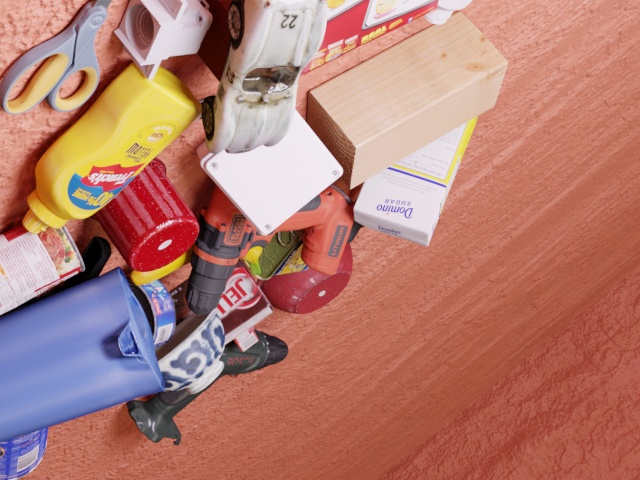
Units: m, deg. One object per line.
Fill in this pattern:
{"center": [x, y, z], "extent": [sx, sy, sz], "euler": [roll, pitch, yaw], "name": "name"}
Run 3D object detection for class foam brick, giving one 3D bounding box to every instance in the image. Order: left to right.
{"center": [-0.073, -0.186, 0.933], "extent": [0.052, 0.051, 0.078], "euler": [-23, 153, -30], "name": "foam brick"}

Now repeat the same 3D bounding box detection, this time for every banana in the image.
{"center": [-0.132, 0.014, 1.234], "extent": [0.197, 0.037, 0.070], "euler": [-2, 103, -46], "name": "banana"}

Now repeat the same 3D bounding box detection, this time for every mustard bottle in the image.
{"center": [-0.198, -0.075, 0.958], "extent": [0.192, 0.058, 0.096], "euler": [-42, 162, 13], "name": "mustard bottle"}

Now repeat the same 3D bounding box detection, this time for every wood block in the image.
{"center": [0.094, -0.157, 1.188], "extent": [0.206, 0.090, 0.091], "euler": [-31, 157, -17], "name": "wood block"}

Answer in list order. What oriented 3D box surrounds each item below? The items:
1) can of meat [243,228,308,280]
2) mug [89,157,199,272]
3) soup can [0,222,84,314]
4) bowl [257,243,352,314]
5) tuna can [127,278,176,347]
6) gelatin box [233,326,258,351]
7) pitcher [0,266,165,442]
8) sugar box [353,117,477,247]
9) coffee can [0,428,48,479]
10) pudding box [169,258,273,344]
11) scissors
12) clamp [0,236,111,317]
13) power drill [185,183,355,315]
{"center": [-0.036, -0.001, 1.346], "extent": [0.083, 0.057, 0.102], "euler": [-8, 144, -53], "name": "can of meat"}
{"center": [-0.168, -0.022, 1.073], "extent": [0.093, 0.081, 0.117], "euler": [-46, 156, 22], "name": "mug"}
{"center": [-0.284, 0.022, 1.008], "extent": [0.102, 0.068, 0.068], "euler": [-29, 157, -17], "name": "soup can"}
{"center": [-0.010, 0.053, 1.493], "extent": [0.162, 0.055, 0.162], "euler": [-30, 157, -15], "name": "bowl"}
{"center": [-0.204, 0.083, 1.222], "extent": [0.033, 0.086, 0.086], "euler": [-15, 149, -46], "name": "tuna can"}
{"center": [-0.118, 0.098, 1.396], "extent": [0.030, 0.073, 0.089], "euler": [-35, 157, -8], "name": "gelatin box"}
{"center": [-0.286, 0.127, 1.068], "extent": [0.242, 0.145, 0.149], "euler": [-20, 142, -6], "name": "pitcher"}
{"center": [0.111, -0.087, 1.240], "extent": [0.048, 0.093, 0.176], "euler": [78, 33, -67], "name": "sugar box"}
{"center": [-0.354, 0.195, 1.197], "extent": [0.102, 0.103, 0.140], "euler": [-23, 154, -31], "name": "coffee can"}
{"center": [-0.128, 0.080, 1.323], "extent": [0.113, 0.090, 0.039], "euler": [-36, 159, -2], "name": "pudding box"}
{"center": [-0.177, -0.169, 0.860], "extent": [0.202, 0.016, 0.096], "euler": [-41, 159, 10], "name": "scissors"}
{"center": [-0.290, 0.073, 1.139], "extent": [0.164, 0.036, 0.210], "euler": [-21, 158, -12], "name": "clamp"}
{"center": [-0.058, 0.001, 1.218], "extent": [0.187, 0.057, 0.184], "euler": [1, 118, -40], "name": "power drill"}
